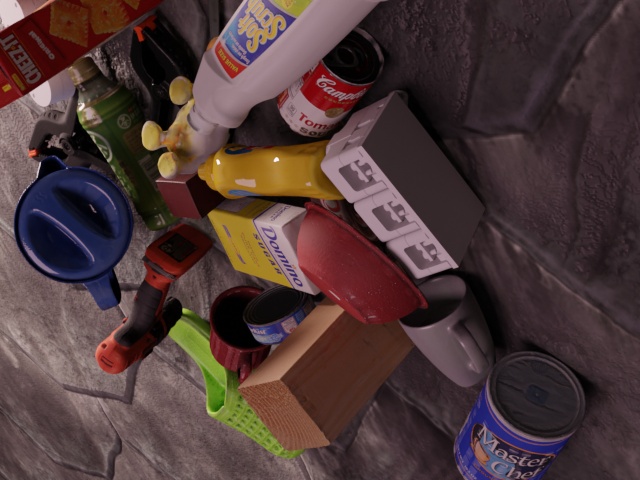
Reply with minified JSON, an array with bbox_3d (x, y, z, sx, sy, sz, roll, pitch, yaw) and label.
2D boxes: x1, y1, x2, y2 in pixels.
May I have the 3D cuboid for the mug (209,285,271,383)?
[{"bbox_3d":[-0.098,0.128,1.368,0.093,0.117,0.082,-1,149,-12],"label":"mug"}]

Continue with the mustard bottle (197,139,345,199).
[{"bbox_3d":[-0.051,-0.070,1.076,0.192,0.096,0.058,2,97,39],"label":"mustard bottle"}]

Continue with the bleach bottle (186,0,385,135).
[{"bbox_3d":[-0.042,-0.176,0.956,0.251,0.067,0.102,-44,55,36],"label":"bleach bottle"}]

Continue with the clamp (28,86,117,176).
[{"bbox_3d":[-0.311,-0.124,1.395,0.210,0.036,0.164,-14,113,47],"label":"clamp"}]

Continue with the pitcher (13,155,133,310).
[{"bbox_3d":[-0.288,-0.010,1.317,0.145,0.149,0.243,22,179,-6],"label":"pitcher"}]

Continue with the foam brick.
[{"bbox_3d":[-0.140,-0.066,1.241,0.053,0.078,0.051,7,128,42],"label":"foam brick"}]

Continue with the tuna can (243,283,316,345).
[{"bbox_3d":[-0.048,0.088,1.293,0.086,0.086,0.033,2,128,45],"label":"tuna can"}]

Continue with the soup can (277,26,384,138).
[{"bbox_3d":[0.007,-0.150,1.013,0.068,0.068,0.102,45,144,1],"label":"soup can"}]

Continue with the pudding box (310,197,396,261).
[{"bbox_3d":[0.036,-0.031,1.129,0.090,0.039,0.113,18,136,35],"label":"pudding box"}]

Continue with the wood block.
[{"bbox_3d":[0.022,0.122,1.149,0.090,0.205,0.091,53,145,-10],"label":"wood block"}]

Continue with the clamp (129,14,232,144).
[{"bbox_3d":[-0.176,-0.171,1.206,0.120,0.039,0.171,-1,125,35],"label":"clamp"}]

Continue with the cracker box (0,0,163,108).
[{"bbox_3d":[-0.289,-0.213,1.129,0.164,0.213,0.072,-12,116,51],"label":"cracker box"}]

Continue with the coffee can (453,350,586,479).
[{"bbox_3d":[0.207,0.196,1.123,0.103,0.102,0.140,34,143,16],"label":"coffee can"}]

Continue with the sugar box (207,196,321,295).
[{"bbox_3d":[-0.058,0.002,1.222,0.176,0.048,0.093,16,137,57],"label":"sugar box"}]

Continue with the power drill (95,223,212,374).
[{"bbox_3d":[-0.207,0.071,1.390,0.057,0.184,0.188,31,119,6],"label":"power drill"}]

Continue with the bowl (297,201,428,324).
[{"bbox_3d":[0.029,0.034,1.064,0.162,0.055,0.162,40,172,6],"label":"bowl"}]
